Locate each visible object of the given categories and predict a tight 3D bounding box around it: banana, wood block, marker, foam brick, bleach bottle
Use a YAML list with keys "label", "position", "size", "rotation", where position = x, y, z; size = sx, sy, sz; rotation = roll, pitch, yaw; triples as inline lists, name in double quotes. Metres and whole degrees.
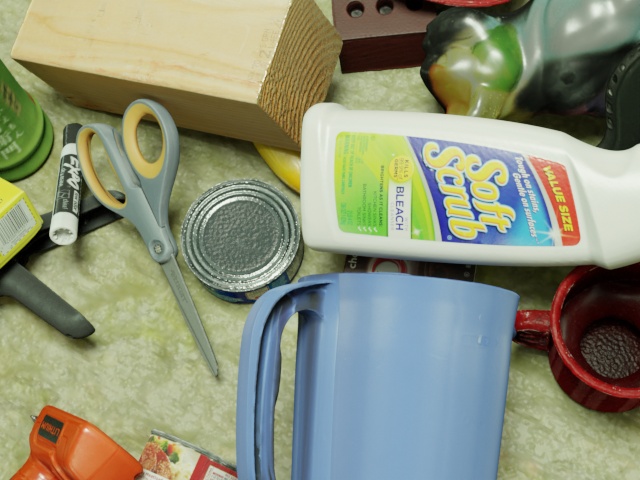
- label: "banana"
  position: [-0.032, -0.120, 0.805]
  size: [0.069, 0.037, 0.198]
  rotation: [-5, 69, 7]
- label: "wood block"
  position: [-0.102, -0.137, 0.762]
  size: [0.206, 0.090, 0.090]
  rotation: [14, 79, 25]
- label: "marker"
  position: [-0.183, -0.045, 0.781]
  size: [0.020, 0.020, 0.121]
  rotation: [-10, 45, 2]
- label: "foam brick"
  position: [0.049, -0.164, 0.804]
  size: [0.078, 0.051, 0.053]
  rotation: [-6, 69, 4]
- label: "bleach bottle"
  position: [0.114, -0.035, 0.665]
  size: [0.251, 0.068, 0.102]
  rotation: [2, 95, 22]

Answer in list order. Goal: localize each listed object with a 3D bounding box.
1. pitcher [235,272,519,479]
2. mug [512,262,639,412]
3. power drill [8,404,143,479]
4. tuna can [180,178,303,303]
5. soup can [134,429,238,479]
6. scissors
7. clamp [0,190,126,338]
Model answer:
- label: "pitcher"
  position: [0.033, 0.139, 0.620]
  size: [0.149, 0.145, 0.243]
  rotation: [4, 81, 11]
- label: "mug"
  position: [0.179, 0.063, 0.689]
  size: [0.117, 0.081, 0.093]
  rotation: [3, 70, 7]
- label: "power drill"
  position: [-0.192, 0.193, 0.646]
  size: [0.057, 0.185, 0.187]
  rotation: [47, 69, -22]
- label: "tuna can"
  position: [-0.055, 0.001, 0.764]
  size: [0.086, 0.034, 0.086]
  rotation: [-2, 69, 5]
- label: "soup can"
  position: [-0.099, 0.181, 0.683]
  size: [0.068, 0.068, 0.102]
  rotation: [20, 73, 13]
- label: "scissors"
  position: [-0.102, -0.013, 0.736]
  size: [0.096, 0.016, 0.202]
  rotation: [-46, 72, 29]
- label: "clamp"
  position: [-0.225, 0.020, 0.769]
  size: [0.171, 0.039, 0.120]
  rotation: [-5, 50, 7]
